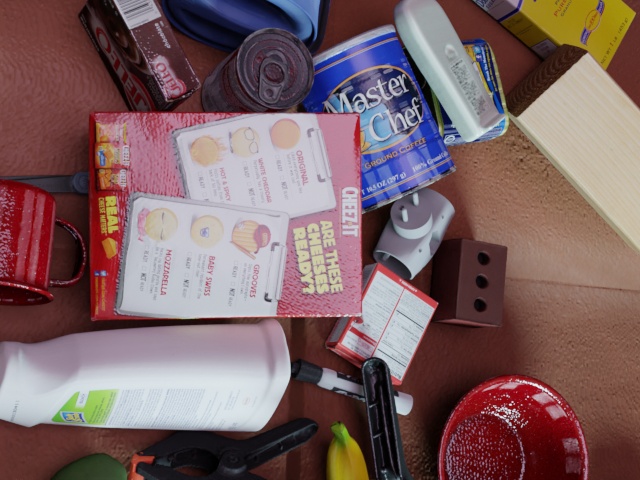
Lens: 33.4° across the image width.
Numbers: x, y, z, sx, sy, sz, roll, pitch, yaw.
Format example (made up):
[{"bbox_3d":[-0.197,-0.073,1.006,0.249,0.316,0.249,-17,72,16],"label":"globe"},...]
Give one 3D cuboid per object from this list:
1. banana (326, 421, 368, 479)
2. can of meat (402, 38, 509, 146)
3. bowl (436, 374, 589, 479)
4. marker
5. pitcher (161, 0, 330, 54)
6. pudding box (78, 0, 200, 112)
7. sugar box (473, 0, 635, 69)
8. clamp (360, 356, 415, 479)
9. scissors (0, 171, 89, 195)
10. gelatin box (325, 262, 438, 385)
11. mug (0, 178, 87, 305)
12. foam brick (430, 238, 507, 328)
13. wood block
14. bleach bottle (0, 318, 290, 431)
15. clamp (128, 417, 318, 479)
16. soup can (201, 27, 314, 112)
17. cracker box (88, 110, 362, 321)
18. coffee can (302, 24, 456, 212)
[{"bbox_3d":[0.022,0.253,0.912,0.069,0.037,0.198,12,72,-66],"label":"banana"},{"bbox_3d":[0.125,-0.140,1.014,0.083,0.058,0.102,-11,87,-26],"label":"can of meat"},{"bbox_3d":[0.166,0.205,0.985,0.161,0.055,0.162,3,81,-23],"label":"bowl"},{"bbox_3d":[0.027,0.130,0.954,0.121,0.020,0.020,21,75,-20],"label":"marker"},{"bbox_3d":[-0.042,-0.288,0.933,0.145,0.149,0.243,13,74,-6],"label":"pitcher"},{"bbox_3d":[-0.150,-0.157,0.878,0.039,0.090,0.113,-28,94,-26],"label":"pudding box"},{"bbox_3d":[0.228,-0.246,1.080,0.176,0.048,0.093,36,71,-16],"label":"sugar box"},{"bbox_3d":[0.062,0.216,0.918,0.210,0.036,0.164,63,30,-32],"label":"clamp"},{"bbox_3d":[-0.187,-0.064,0.890,0.201,0.016,0.096,15,75,-21],"label":"scissors"},{"bbox_3d":[0.056,0.076,0.969,0.073,0.030,0.089,33,71,-17],"label":"gelatin box"},{"bbox_3d":[-0.236,0.003,0.821,0.117,0.093,0.081,10,74,-25],"label":"mug"},{"bbox_3d":[0.138,0.041,0.997,0.052,0.051,0.078,10,79,-23],"label":"foam brick"},{"bbox_3d":[0.282,-0.085,1.042,0.091,0.090,0.206,-44,103,9],"label":"wood block"},{"bbox_3d":[-0.157,0.106,0.834,0.250,0.103,0.068,4,47,-22],"label":"bleach bottle"},{"bbox_3d":[-0.069,0.184,0.881,0.171,0.120,0.039,12,118,-9],"label":"clamp"},{"bbox_3d":[-0.056,-0.133,0.909,0.068,0.102,0.068,3,81,-23],"label":"soup can"},{"bbox_3d":[-0.077,-0.020,0.860,0.213,0.072,0.164,-1,91,-8],"label":"cracker box"},{"bbox_3d":[0.046,-0.106,0.950,0.102,0.103,0.140,-26,94,-24],"label":"coffee can"}]
